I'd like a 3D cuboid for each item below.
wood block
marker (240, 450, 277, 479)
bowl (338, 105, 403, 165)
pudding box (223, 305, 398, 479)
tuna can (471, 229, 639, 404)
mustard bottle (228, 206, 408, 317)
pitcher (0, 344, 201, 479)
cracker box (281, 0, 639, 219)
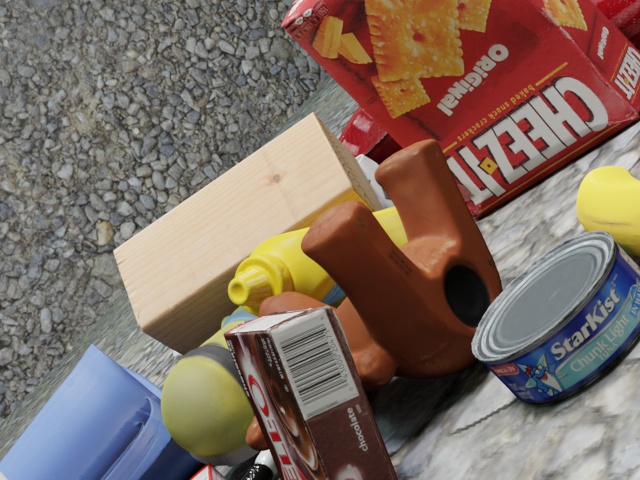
[{"bbox_3d":[-0.056,0.001,0.885,0.206,0.090,0.091,-34,54,11],"label":"wood block"},{"bbox_3d":[-0.022,0.131,0.724,0.020,0.020,0.121,-33,15,50],"label":"marker"},{"bbox_3d":[0.082,-0.120,1.054,0.162,0.055,0.162,-48,16,18],"label":"bowl"},{"bbox_3d":[-0.005,0.091,0.543,0.039,0.113,0.090,-20,1,-21],"label":"pudding box"},{"bbox_3d":[0.115,0.037,0.507,0.086,0.033,0.086,-43,10,9],"label":"tuna can"},{"bbox_3d":[0.001,0.021,0.760,0.096,0.058,0.191,-37,-13,33],"label":"mustard bottle"},{"bbox_3d":[-0.203,0.212,0.836,0.242,0.145,0.149,-51,-31,-13],"label":"pitcher"},{"bbox_3d":[0.100,-0.136,0.755,0.164,0.213,0.072,-35,15,45],"label":"cracker box"}]
